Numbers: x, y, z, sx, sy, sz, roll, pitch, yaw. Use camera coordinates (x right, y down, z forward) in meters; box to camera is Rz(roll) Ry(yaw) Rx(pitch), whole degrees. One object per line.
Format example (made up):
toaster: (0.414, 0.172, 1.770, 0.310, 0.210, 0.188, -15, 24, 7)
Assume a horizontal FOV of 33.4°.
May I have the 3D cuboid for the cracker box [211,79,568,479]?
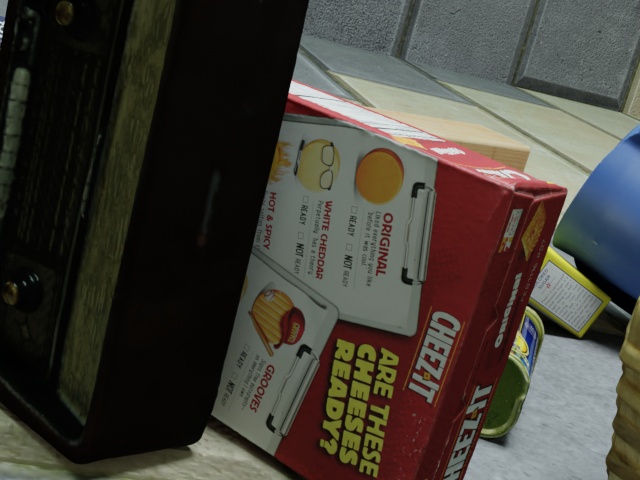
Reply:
cracker box: (-0.009, 0.012, 0.522, 0.214, 0.164, 0.071, 26, 17, 31)
